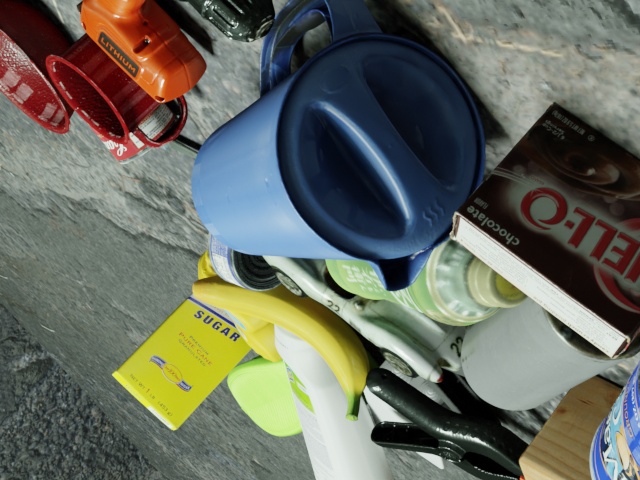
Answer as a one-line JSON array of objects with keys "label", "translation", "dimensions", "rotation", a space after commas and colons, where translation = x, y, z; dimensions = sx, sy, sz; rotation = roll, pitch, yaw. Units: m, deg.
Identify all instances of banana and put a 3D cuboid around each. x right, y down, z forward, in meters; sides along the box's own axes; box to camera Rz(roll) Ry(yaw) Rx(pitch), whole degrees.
[{"label": "banana", "translation": [-0.024, 0.078, 0.975], "dimensions": [0.198, 0.069, 0.037], "rotation": [36, 146, 16]}]

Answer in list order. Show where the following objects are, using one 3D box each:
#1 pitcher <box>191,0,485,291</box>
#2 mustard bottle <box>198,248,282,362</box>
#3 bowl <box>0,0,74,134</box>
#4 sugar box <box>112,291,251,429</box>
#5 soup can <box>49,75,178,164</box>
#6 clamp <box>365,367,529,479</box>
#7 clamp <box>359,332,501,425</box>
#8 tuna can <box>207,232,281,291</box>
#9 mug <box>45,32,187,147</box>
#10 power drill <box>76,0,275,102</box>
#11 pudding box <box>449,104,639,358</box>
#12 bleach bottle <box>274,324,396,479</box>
[{"label": "pitcher", "translation": [-0.007, -0.058, 0.714], "dimensions": [0.145, 0.149, 0.243], "rotation": [33, 166, -17]}, {"label": "mustard bottle", "translation": [-0.079, 0.052, 1.080], "dimensions": [0.096, 0.058, 0.191], "rotation": [55, 176, 28]}, {"label": "bowl", "translation": [-0.289, -0.184, 1.058], "dimensions": [0.162, 0.055, 0.162], "rotation": [37, 158, 17]}, {"label": "sugar box", "translation": [-0.135, 0.115, 1.181], "dimensions": [0.093, 0.176, 0.048], "rotation": [44, 162, -5]}, {"label": "soup can", "translation": [-0.185, -0.129, 0.958], "dimensions": [0.102, 0.068, 0.069], "rotation": [53, 157, -23]}, {"label": "clamp", "translation": [0.112, 0.165, 0.925], "dimensions": [0.172, 0.039, 0.120], "rotation": [12, 151, 25]}, {"label": "clamp", "translation": [0.088, 0.089, 0.924], "dimensions": [0.210, 0.036, 0.165], "rotation": [39, 160, 10]}, {"label": "tuna can", "translation": [-0.056, 0.001, 0.949], "dimensions": [0.034, 0.086, 0.086], "rotation": [18, 148, 45]}, {"label": "mug", "translation": [-0.155, -0.131, 0.878], "dimensions": [0.117, 0.081, 0.093], "rotation": [49, 160, -16]}, {"label": "power drill", "translation": [-0.110, -0.174, 0.748], "dimensions": [0.184, 0.057, 0.188], "rotation": [47, 157, 8]}, {"label": "pudding box", "translation": [0.141, -0.006, 0.572], "dimensions": [0.113, 0.090, 0.039], "rotation": [37, 159, 18]}, {"label": "bleach bottle", "translation": [0.009, 0.159, 1.067], "dimensions": [0.103, 0.068, 0.251], "rotation": [30, 142, 55]}]
